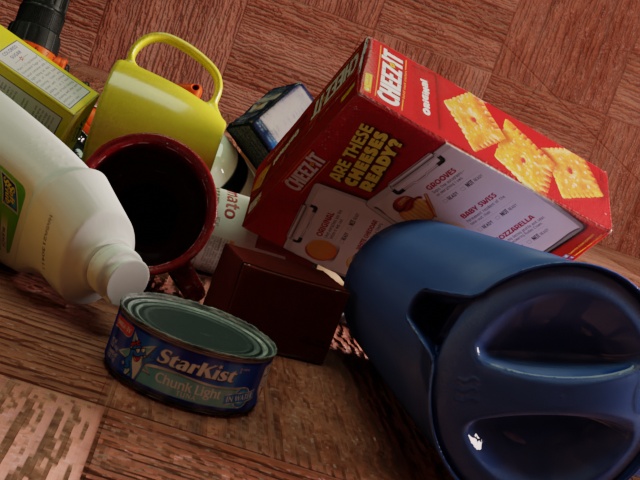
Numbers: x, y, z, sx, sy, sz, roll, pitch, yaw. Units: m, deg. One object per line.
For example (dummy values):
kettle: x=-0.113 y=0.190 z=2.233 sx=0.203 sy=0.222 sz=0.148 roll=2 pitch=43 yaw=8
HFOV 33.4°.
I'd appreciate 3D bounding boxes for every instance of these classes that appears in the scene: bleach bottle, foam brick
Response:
bleach bottle: x=-0.189 y=-0.025 z=0.662 sx=0.067 sy=0.103 sz=0.251 roll=-17 pitch=38 yaw=-39
foam brick: x=-0.031 y=0.041 z=0.695 sx=0.078 sy=0.053 sz=0.051 roll=17 pitch=9 yaw=-24

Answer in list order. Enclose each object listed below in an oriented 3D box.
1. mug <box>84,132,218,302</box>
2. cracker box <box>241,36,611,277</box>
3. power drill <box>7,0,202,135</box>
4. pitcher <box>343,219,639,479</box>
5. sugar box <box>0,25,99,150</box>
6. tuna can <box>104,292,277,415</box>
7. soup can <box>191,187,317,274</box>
mug: x=-0.112 y=-0.009 z=0.721 sx=0.117 sy=0.093 sz=0.081 roll=57 pitch=-11 yaw=0
cracker box: x=0.076 y=-0.031 z=0.782 sx=0.213 sy=0.164 sz=0.072 roll=27 pitch=45 yaw=-18
power drill: x=-0.209 y=-0.137 z=0.987 sx=0.187 sy=0.184 sz=0.057 roll=18 pitch=-11 yaw=-8
pitcher: x=0.100 y=0.062 z=0.642 sx=0.145 sy=0.149 sz=0.243 roll=-15 pitch=13 yaw=-9
sugar box: x=-0.257 y=-0.118 z=0.773 sx=0.176 sy=0.093 sz=0.048 roll=37 pitch=36 yaw=-2
tuna can: x=-0.068 y=0.058 z=0.557 sx=0.086 sy=0.034 sz=0.086 roll=19 pitch=8 yaw=-3
soup can: x=-0.056 y=0.001 z=0.843 sx=0.102 sy=0.068 sz=0.068 roll=17 pitch=9 yaw=-12
